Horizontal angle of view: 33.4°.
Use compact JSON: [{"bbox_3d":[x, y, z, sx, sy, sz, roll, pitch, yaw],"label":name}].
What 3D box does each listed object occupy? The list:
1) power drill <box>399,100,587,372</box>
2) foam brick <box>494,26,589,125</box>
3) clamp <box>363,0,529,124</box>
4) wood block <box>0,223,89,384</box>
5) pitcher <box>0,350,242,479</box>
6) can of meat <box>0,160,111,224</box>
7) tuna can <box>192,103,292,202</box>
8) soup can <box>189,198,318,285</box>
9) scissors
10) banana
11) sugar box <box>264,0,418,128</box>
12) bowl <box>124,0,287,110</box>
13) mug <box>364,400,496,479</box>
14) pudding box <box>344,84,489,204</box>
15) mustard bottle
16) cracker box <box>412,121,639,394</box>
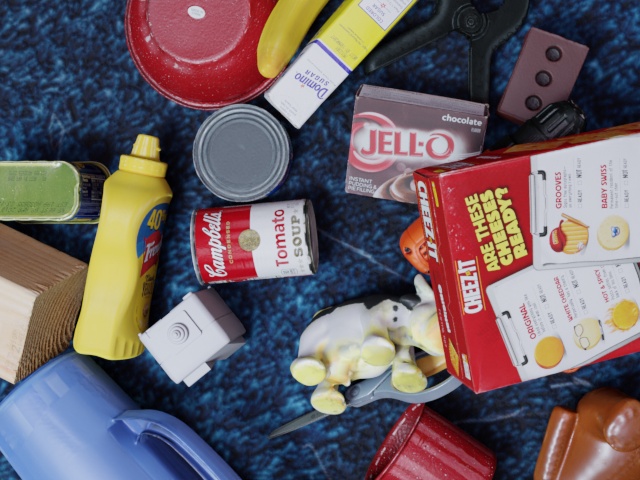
[{"bbox_3d":[0.188,0.002,0.879,0.185,0.057,0.187,-42,100,15],"label":"power drill"},{"bbox_3d":[0.187,-0.134,0.905,0.053,0.051,0.078,22,94,5],"label":"foam brick"},{"bbox_3d":[0.116,-0.185,0.917,0.120,0.039,0.171,22,94,-7],"label":"clamp"},{"bbox_3d":[-0.319,0.030,0.929,0.206,0.090,0.090,24,112,12],"label":"wood block"},{"bbox_3d":[-0.165,0.209,0.916,0.149,0.145,0.243,-41,84,-12],"label":"pitcher"},{"bbox_3d":[-0.245,-0.043,0.942,0.102,0.084,0.057,0,92,7],"label":"can of meat"},{"bbox_3d":[-0.068,-0.077,0.945,0.086,0.033,0.086,0,91,7],"label":"tuna can"},{"bbox_3d":[-0.056,0.001,0.929,0.102,0.068,0.068,-5,91,6],"label":"soup can"},{"bbox_3d":[0.043,0.119,0.938,0.202,0.096,0.016,-18,128,32],"label":"scissors"},{"bbox_3d":[-0.002,-0.216,0.909,0.037,0.070,0.197,42,77,-20],"label":"banana"},{"bbox_3d":[0.025,-0.174,0.900,0.176,0.093,0.048,-45,99,5],"label":"sugar box"},{"bbox_3d":[-0.101,-0.197,0.936,0.162,0.055,0.162,0,92,7],"label":"bowl"},{"bbox_3d":[0.090,0.201,0.913,0.081,0.093,0.117,34,125,0],"label":"mug"},{"bbox_3d":[0.081,-0.079,0.909,0.113,0.039,0.090,9,121,5],"label":"pudding box"},{"bbox_3d":[-0.167,0.003,0.927,0.058,0.096,0.191,11,92,7],"label":"mustard bottle"},{"bbox_3d":[0.189,0.006,0.801,0.213,0.072,0.164,-13,99,-12],"label":"cracker box"}]
